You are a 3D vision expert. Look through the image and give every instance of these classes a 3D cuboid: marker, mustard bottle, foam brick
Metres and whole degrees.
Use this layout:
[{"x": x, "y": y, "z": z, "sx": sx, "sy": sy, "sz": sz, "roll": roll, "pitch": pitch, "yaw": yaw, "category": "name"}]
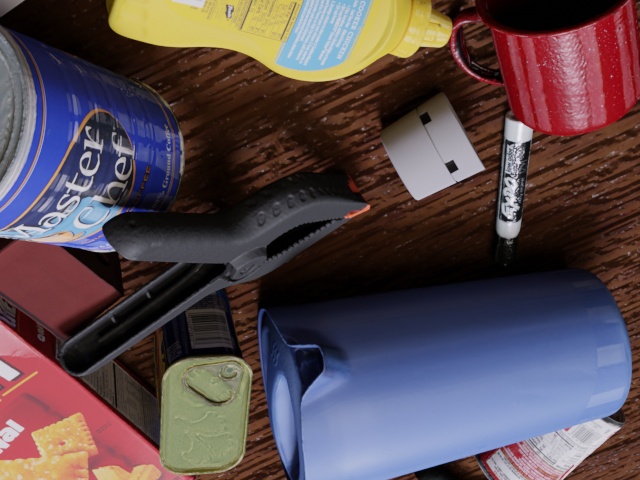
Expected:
[{"x": 0.130, "y": -0.032, "z": 0.724, "sx": 0.020, "sy": 0.020, "sz": 0.121, "roll": -8, "pitch": 126, "yaw": -9, "category": "marker"}, {"x": -0.014, "y": -0.138, "z": 0.587, "sx": 0.191, "sy": 0.058, "sz": 0.096, "roll": 11, "pitch": 120, "yaw": -21, "category": "mustard bottle"}, {"x": -0.168, "y": 0.013, "z": 0.658, "sx": 0.051, "sy": 0.053, "sz": 0.078, "roll": -37, "pitch": 126, "yaw": 13, "category": "foam brick"}]

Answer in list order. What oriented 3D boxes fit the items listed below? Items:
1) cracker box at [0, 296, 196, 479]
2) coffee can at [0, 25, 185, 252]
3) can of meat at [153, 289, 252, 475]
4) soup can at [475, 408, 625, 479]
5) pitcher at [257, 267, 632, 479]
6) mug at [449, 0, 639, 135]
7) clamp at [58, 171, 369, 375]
[{"x": -0.212, "y": 0.132, "z": 0.719, "sx": 0.164, "sy": 0.072, "sz": 0.213, "roll": -34, "pitch": 125, "yaw": 10, "category": "cracker box"}, {"x": -0.148, "y": -0.050, "z": 0.548, "sx": 0.103, "sy": 0.103, "sz": 0.140, "roll": -40, "pitch": 162, "yaw": 14, "category": "coffee can"}, {"x": -0.082, "y": 0.091, "z": 0.715, "sx": 0.057, "sy": 0.084, "sz": 0.102, "roll": -2, "pitch": 125, "yaw": -13, "category": "can of meat"}, {"x": 0.179, "y": 0.152, "z": 0.838, "sx": 0.068, "sy": 0.068, "sz": 0.102, "roll": 29, "pitch": 113, "yaw": -30, "category": "soup can"}, {"x": 0.081, "y": 0.095, "z": 0.745, "sx": 0.242, "sy": 0.149, "sz": 0.145, "roll": -10, "pitch": 109, "yaw": -12, "category": "pitcher"}, {"x": 0.134, "y": -0.116, "z": 0.631, "sx": 0.117, "sy": 0.093, "sz": 0.081, "roll": 0, "pitch": 137, "yaw": 24, "category": "mug"}, {"x": -0.054, "y": 0.001, "z": 0.629, "sx": 0.209, "sy": 0.036, "sz": 0.165, "roll": -26, "pitch": 164, "yaw": -26, "category": "clamp"}]
